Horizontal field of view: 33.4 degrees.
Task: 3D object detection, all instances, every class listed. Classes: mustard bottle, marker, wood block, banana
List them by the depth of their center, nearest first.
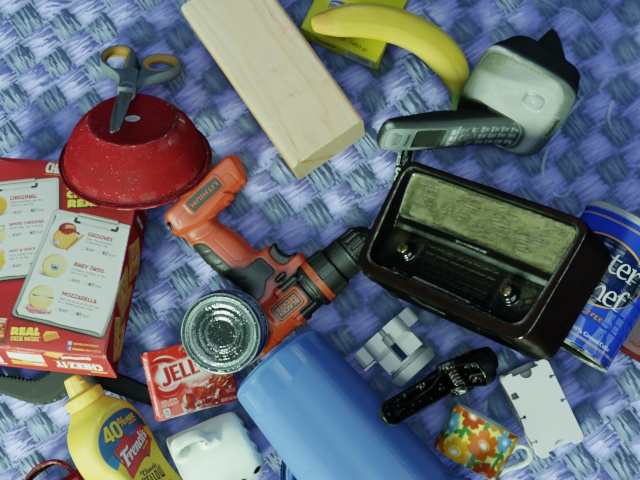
[{"bbox_3d":[-0.204,0.220,1.088,0.058,0.096,0.191,-32,89,30],"label":"mustard bottle"},{"bbox_3d":[0.086,-0.206,1.115,0.197,0.037,0.069,27,82,-20],"label":"banana"},{"bbox_3d":[-0.048,-0.177,1.130,0.090,0.091,0.206,-35,84,0],"label":"wood block"},{"bbox_3d":[0.086,-0.059,1.146,0.020,0.020,0.121,11,85,4],"label":"marker"}]

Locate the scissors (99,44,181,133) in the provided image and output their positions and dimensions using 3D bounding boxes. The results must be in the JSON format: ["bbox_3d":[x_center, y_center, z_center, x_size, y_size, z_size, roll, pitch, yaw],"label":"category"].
[{"bbox_3d":[-0.182,-0.159,1.108,0.096,0.202,0.016,-3,123,-18],"label":"scissors"}]

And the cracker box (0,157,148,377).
[{"bbox_3d":[-0.275,0.026,1.101,0.164,0.072,0.213,5,63,3],"label":"cracker box"}]

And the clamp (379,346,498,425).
[{"bbox_3d":[0.139,0.132,1.047,0.120,0.171,0.039,-22,90,30],"label":"clamp"}]

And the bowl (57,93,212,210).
[{"bbox_3d":[-0.193,-0.104,1.103,0.162,0.055,0.162,1,43,-1],"label":"bowl"}]

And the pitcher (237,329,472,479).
[{"bbox_3d":[0.023,0.218,1.076,0.149,0.145,0.243,-39,80,-13],"label":"pitcher"}]

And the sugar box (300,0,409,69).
[{"bbox_3d":[0.057,-0.284,1.156,0.093,0.048,0.176,25,88,3],"label":"sugar box"}]

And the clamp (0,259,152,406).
[{"bbox_3d":[-0.268,0.110,1.140,0.210,0.036,0.164,-8,82,-2],"label":"clamp"}]

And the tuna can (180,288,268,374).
[{"bbox_3d":[-0.098,0.093,1.087,0.086,0.033,0.086,0,93,9],"label":"tuna can"}]

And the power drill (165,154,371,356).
[{"bbox_3d":[-0.057,0.001,1.129,0.184,0.057,0.188,-41,84,-1],"label":"power drill"}]

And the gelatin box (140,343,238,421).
[{"bbox_3d":[-0.137,0.143,1.118,0.089,0.030,0.073,-12,83,-22],"label":"gelatin box"}]
